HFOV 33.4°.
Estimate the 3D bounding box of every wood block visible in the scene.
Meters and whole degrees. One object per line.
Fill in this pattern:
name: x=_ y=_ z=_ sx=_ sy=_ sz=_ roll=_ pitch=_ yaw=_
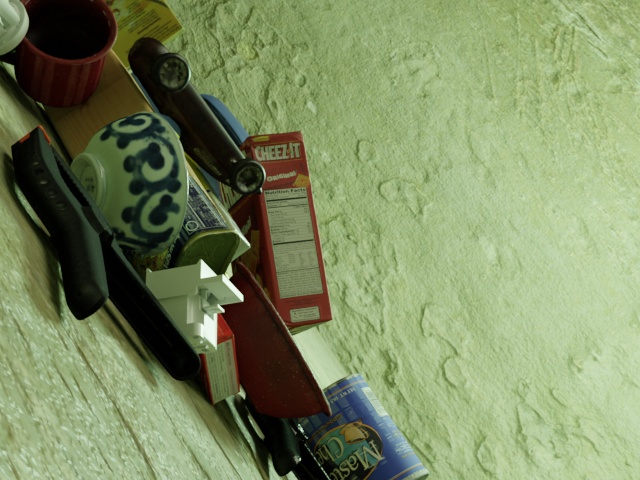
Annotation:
wood block: x=-0.187 y=-0.082 z=1.043 sx=0.206 sy=0.091 sz=0.090 roll=55 pitch=-2 yaw=34

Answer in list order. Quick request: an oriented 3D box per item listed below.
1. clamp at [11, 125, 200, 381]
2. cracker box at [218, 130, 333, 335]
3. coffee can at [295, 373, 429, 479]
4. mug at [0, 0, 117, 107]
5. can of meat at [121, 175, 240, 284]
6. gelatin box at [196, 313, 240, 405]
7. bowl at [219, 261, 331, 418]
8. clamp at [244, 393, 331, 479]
clamp: x=-0.159 y=0.005 z=0.747 sx=0.210 sy=0.036 sz=0.164 roll=54 pitch=0 yaw=34
cracker box: x=-0.058 y=0.001 z=1.214 sx=0.164 sy=0.072 sz=0.214 roll=148 pitch=-66 yaw=-69
coffee can: x=0.044 y=0.240 z=1.232 sx=0.140 sy=0.103 sz=0.102 roll=55 pitch=0 yaw=19
mug: x=-0.254 y=-0.179 z=0.994 sx=0.082 sy=0.117 sz=0.093 roll=123 pitch=-35 yaw=-56
can of meat: x=-0.126 y=0.003 z=0.934 sx=0.057 sy=0.102 sz=0.084 roll=-8 pitch=48 yaw=-41
gelatin box: x=-0.096 y=0.081 z=0.873 sx=0.073 sy=0.030 sz=0.089 roll=55 pitch=-20 yaw=33
bowl: x=-0.055 y=0.101 z=0.949 sx=0.162 sy=0.055 sz=0.162 roll=58 pitch=-9 yaw=14
clamp: x=-0.035 y=0.184 z=0.993 sx=0.172 sy=0.039 sz=0.120 roll=50 pitch=-8 yaw=42
